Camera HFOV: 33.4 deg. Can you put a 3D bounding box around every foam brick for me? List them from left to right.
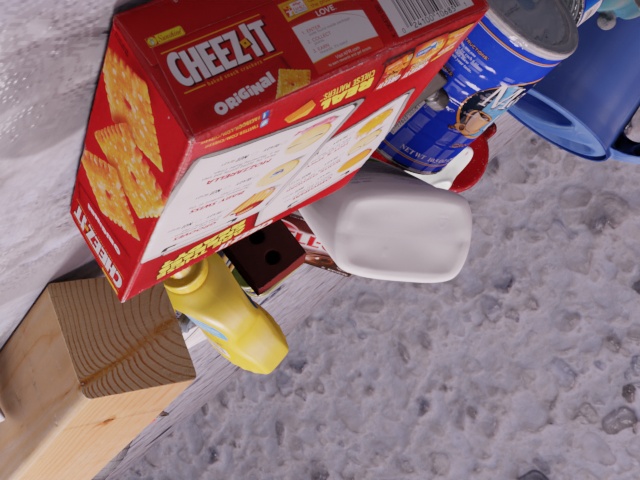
[{"bbox_3d":[-0.056,0.001,0.922,0.053,0.078,0.051,-38,176,-10],"label":"foam brick"}]

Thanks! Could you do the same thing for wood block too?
[{"bbox_3d":[-0.188,0.115,0.803,0.090,0.090,0.206,-6,153,-40],"label":"wood block"}]

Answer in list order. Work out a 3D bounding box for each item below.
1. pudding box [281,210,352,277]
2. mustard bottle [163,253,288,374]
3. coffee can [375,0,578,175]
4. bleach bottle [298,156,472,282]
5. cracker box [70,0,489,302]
[{"bbox_3d":[-0.006,-0.011,1.002,0.090,0.113,0.039,130,-26,-63],"label":"pudding box"},{"bbox_3d":[-0.093,0.050,0.916,0.058,0.096,0.191,-48,152,-8],"label":"mustard bottle"},{"bbox_3d":[0.097,-0.128,0.762,0.141,0.103,0.102,-44,173,39],"label":"coffee can"},{"bbox_3d":[0.031,-0.036,0.846,0.251,0.102,0.068,-127,-138,-70],"label":"bleach bottle"},{"bbox_3d":[-0.035,-0.062,0.546,0.164,0.072,0.214,-28,171,-25],"label":"cracker box"}]
